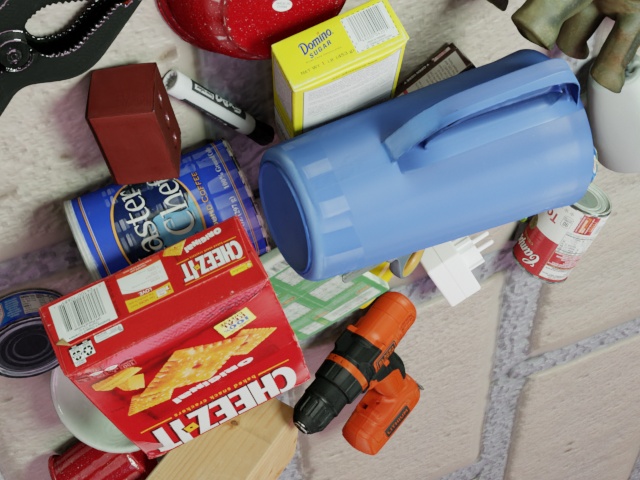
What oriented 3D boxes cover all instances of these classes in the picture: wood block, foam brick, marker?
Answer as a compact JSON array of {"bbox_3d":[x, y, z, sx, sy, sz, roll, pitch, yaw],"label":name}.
[{"bbox_3d":[-0.114,0.252,1.103,0.205,0.091,0.090,-50,158,-39],"label":"wood block"},{"bbox_3d":[-0.139,-0.087,0.803,0.051,0.053,0.078,-7,143,5],"label":"foam brick"},{"bbox_3d":[-0.079,-0.104,0.861,0.020,0.020,0.120,-43,141,18],"label":"marker"}]

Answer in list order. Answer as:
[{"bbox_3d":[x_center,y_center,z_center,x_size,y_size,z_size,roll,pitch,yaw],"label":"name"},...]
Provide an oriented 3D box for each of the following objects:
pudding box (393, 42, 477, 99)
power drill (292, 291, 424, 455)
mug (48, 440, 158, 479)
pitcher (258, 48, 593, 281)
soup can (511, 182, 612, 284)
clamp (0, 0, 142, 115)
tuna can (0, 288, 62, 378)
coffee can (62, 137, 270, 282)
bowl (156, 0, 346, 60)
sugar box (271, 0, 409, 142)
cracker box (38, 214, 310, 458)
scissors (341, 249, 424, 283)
[{"bbox_3d":[0.115,-0.115,0.958,0.090,0.039,0.113,-38,141,13],"label":"pudding box"},{"bbox_3d":[0.048,0.166,1.178,0.184,0.057,0.187,-47,151,-19],"label":"power drill"},{"bbox_3d":[-0.217,0.243,1.116,0.081,0.093,0.117,-36,147,1],"label":"mug"},{"bbox_3d":[0.081,-0.060,0.825,0.242,0.145,0.149,-20,118,-19],"label":"pitcher"},{"bbox_3d":[0.259,-0.012,1.146,0.068,0.068,0.102,-2,134,-31],"label":"soup can"},{"bbox_3d":[-0.215,-0.127,0.733,0.210,0.036,0.164,-23,142,-9],"label":"clamp"},{"bbox_3d":[-0.260,0.084,0.948,0.086,0.034,0.086,-18,141,-15],"label":"tuna can"},{"bbox_3d":[-0.124,-0.011,0.871,0.140,0.103,0.103,-23,142,-8],"label":"coffee can"},{"bbox_3d":[-0.035,-0.186,0.767,0.162,0.055,0.162,-17,141,-15],"label":"bowl"},{"bbox_3d":[0.011,-0.118,0.829,0.093,0.048,0.176,-25,171,-8],"label":"sugar box"},{"bbox_3d":[-0.105,0.087,0.859,0.164,0.072,0.213,-26,151,-4],"label":"cracker box"},{"bbox_3d":[0.062,0.021,0.969,0.201,0.016,0.096,-39,154,-46],"label":"scissors"}]
